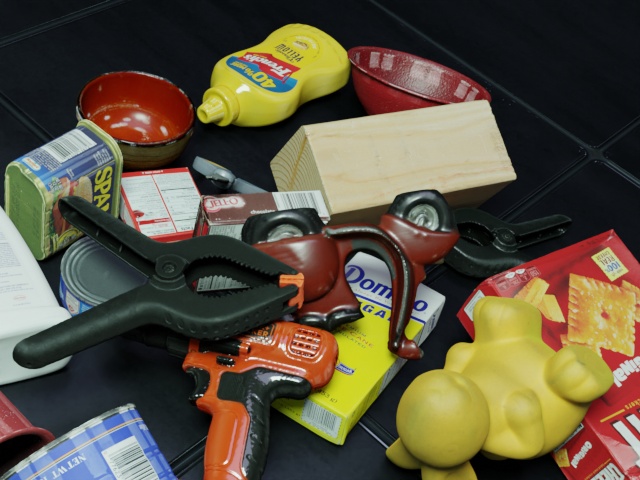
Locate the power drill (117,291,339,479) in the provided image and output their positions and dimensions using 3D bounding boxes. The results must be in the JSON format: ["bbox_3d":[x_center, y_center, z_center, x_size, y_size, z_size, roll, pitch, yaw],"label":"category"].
[{"bbox_3d":[-0.093,0.126,0.790,0.184,0.057,0.187,11,57,9],"label":"power drill"}]

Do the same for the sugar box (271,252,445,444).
[{"bbox_3d":[0.025,0.086,0.906,0.093,0.048,0.176,29,46,16],"label":"sugar box"}]

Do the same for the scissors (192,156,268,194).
[{"bbox_3d":[-0.071,-0.047,0.955,0.096,0.016,0.202,26,3,-16],"label":"scissors"}]

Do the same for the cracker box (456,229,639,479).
[{"bbox_3d":[0.246,0.107,0.919,0.163,0.072,0.214,-17,62,-31],"label":"cracker box"}]

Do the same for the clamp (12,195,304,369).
[{"bbox_3d":[-0.119,0.025,0.811,0.210,0.036,0.164,-2,48,-4],"label":"clamp"}]

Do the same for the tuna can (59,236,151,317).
[{"bbox_3d":[-0.177,0.035,0.902,0.086,0.034,0.086,9,44,-9],"label":"tuna can"}]

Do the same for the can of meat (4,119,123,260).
[{"bbox_3d":[-0.222,-0.041,0.917,0.057,0.102,0.083,38,49,20],"label":"can of meat"}]

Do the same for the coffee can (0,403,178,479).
[{"bbox_3d":[-0.125,0.189,0.666,0.102,0.103,0.140,-26,79,-36],"label":"coffee can"}]

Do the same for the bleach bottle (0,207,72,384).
[{"bbox_3d":[-0.288,0.005,0.879,0.102,0.068,0.251,-11,48,-28],"label":"bleach bottle"}]

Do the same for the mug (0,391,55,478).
[{"bbox_3d":[-0.238,0.142,0.746,0.082,0.093,0.117,38,16,27],"label":"mug"}]

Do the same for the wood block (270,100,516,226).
[{"bbox_3d":[0.070,-0.067,1.025,0.205,0.091,0.090,-11,75,-27],"label":"wood block"}]

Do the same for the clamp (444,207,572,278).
[{"bbox_3d":[0.181,0.016,1.035,0.171,0.039,0.120,4,42,-15],"label":"clamp"}]

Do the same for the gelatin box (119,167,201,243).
[{"bbox_3d":[-0.144,-0.025,0.977,0.073,0.030,0.089,-8,49,-26],"label":"gelatin box"}]

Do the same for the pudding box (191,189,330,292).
[{"bbox_3d":[-0.056,0.001,0.935,0.113,0.090,0.039,-2,48,-20],"label":"pudding box"}]

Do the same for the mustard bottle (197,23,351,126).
[{"bbox_3d":[-0.059,-0.167,1.127,0.096,0.058,0.191,36,47,21],"label":"mustard bottle"}]

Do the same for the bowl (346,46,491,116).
[{"bbox_3d":[0.098,-0.154,1.147,0.162,0.055,0.162,15,24,-7],"label":"bowl"}]
